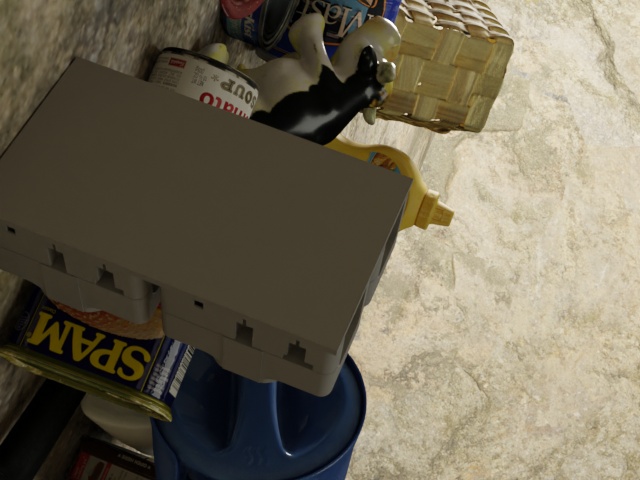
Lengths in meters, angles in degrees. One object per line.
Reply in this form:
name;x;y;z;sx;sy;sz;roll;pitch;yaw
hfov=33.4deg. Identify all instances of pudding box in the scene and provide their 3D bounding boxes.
pudding box;-0.142;0.192;0.849;0.113;0.090;0.039;82;29;-72

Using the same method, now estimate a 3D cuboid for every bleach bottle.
bleach bottle;-0.130;0.112;0.833;0.251;0.068;0.102;97;3;-74

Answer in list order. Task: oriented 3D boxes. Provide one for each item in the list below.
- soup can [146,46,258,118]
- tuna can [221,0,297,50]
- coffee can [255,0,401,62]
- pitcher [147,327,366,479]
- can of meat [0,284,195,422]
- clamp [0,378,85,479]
soup can;-0.086;-0.060;0.664;0.068;0.068;0.102;55;55;-80
tuna can;-0.040;-0.184;0.776;0.086;0.034;0.086;22;89;-82
coffee can;0.016;-0.202;0.855;0.102;0.103;0.140;-44;154;-71
pitcher;-0.044;0.166;0.729;0.243;0.149;0.145;98;-26;-44
can of meat;-0.118;0.046;0.609;0.057;0.102;0.084;83;28;-72
clamp;-0.191;0.153;0.619;0.209;0.036;0.164;-13;119;-78
